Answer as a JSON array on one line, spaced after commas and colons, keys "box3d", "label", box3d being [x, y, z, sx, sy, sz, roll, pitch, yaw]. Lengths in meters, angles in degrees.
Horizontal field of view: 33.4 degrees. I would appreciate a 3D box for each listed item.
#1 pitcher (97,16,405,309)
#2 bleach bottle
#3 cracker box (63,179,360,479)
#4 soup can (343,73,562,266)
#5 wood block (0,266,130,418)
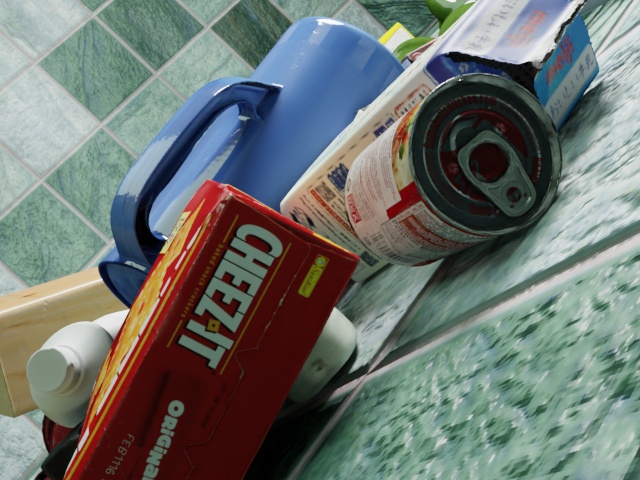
[{"box3d": [-0.039, -0.042, 0.738, 0.242, 0.145, 0.149, -58, 5, -20], "label": "pitcher"}, {"box3d": [-0.143, 0.089, 0.797, 0.102, 0.068, 0.250, -54, -14, 2], "label": "bleach bottle"}, {"box3d": [-0.064, 0.055, 0.538, 0.164, 0.072, 0.214, -63, 9, 0], "label": "cracker box"}, {"box3d": [0.055, -0.027, 0.482, 0.068, 0.068, 0.102, -49, 5, -17], "label": "soup can"}, {"box3d": [-0.204, 0.076, 0.947, 0.205, 0.090, 0.091, -19, 10, -36], "label": "wood block"}]
